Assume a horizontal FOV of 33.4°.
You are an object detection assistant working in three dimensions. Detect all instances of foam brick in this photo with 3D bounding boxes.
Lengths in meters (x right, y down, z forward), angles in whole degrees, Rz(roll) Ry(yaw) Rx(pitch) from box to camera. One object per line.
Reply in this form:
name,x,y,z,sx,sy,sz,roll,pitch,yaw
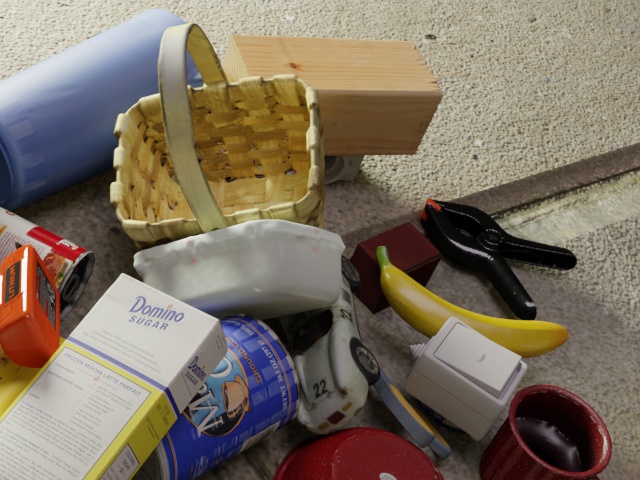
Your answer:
foam brick,0.070,0.026,1.047,0.078,0.053,0.051,-22,58,-40

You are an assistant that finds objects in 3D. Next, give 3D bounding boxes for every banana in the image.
banana,0.134,0.070,0.978,0.197,0.037,0.069,25,66,-3

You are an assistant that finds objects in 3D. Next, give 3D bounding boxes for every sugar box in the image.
sugar box,-0.150,0.112,0.727,0.093,0.048,0.176,24,57,25

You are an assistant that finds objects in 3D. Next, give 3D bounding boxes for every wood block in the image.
wood block,0.006,-0.147,1.092,0.205,0.090,0.091,-2,49,-25

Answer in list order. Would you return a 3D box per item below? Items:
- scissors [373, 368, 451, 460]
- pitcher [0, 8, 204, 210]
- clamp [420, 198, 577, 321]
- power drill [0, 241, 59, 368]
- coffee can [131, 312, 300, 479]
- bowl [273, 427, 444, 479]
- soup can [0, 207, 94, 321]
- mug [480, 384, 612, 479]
scissors,0.058,0.128,0.954,0.096,0.016,0.202,46,2,-33
pitcher,-0.232,-0.125,1.029,0.242,0.149,0.145,-34,81,-40
clamp,0.176,0.016,1.115,0.171,0.039,0.120,25,37,11
power drill,-0.283,0.082,0.763,0.187,0.057,0.184,-18,37,0
coffee can,-0.100,0.129,0.829,0.140,0.103,0.103,-25,60,-40
bowl,0.044,0.205,0.850,0.162,0.055,0.162,13,43,-12
soup can,-0.253,0.018,0.903,0.102,0.069,0.068,26,42,4
mug,0.196,0.192,0.909,0.093,0.082,0.117,-24,59,-39
